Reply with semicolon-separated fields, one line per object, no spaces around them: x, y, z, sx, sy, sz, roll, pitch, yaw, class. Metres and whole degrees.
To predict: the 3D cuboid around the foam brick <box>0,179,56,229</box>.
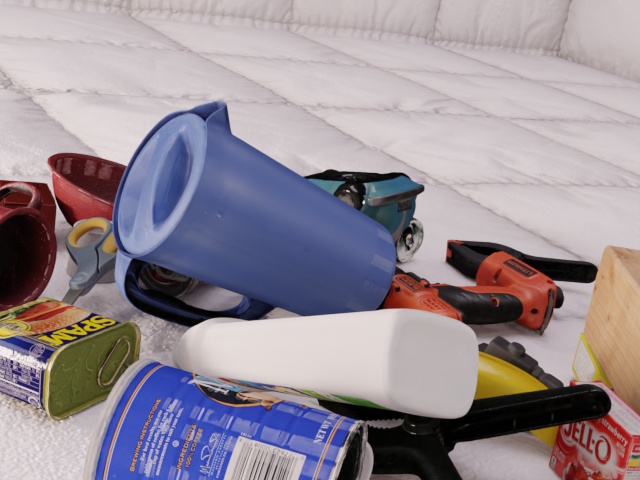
-0.301;-0.025;1.086;0.052;0.051;0.078;3;19;-22;foam brick

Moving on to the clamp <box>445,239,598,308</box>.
0.226;0.030;1.210;0.172;0.039;0.120;23;21;37;clamp

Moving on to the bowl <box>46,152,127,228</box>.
-0.217;-0.035;1.125;0.162;0.055;0.162;21;14;-6;bowl

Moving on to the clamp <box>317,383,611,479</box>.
0.075;0.142;0.743;0.210;0.036;0.164;4;30;36;clamp

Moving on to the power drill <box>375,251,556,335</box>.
0.126;0.051;1.069;0.187;0.057;0.185;-5;26;-31;power drill

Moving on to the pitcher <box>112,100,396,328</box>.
-0.056;0.001;0.942;0.242;0.149;0.145;26;49;-35;pitcher

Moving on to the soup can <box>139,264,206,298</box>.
-0.129;0.012;1.034;0.069;0.068;0.102;16;18;18;soup can

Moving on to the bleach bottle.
-0.014;0.087;0.783;0.251;0.068;0.102;-4;-17;44;bleach bottle

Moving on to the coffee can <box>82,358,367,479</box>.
-0.054;0.137;0.629;0.140;0.103;0.102;14;18;13;coffee can

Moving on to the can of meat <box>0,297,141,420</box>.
-0.198;0.084;0.795;0.084;0.057;0.101;15;18;26;can of meat

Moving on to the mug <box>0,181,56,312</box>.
-0.286;-0.001;0.930;0.082;0.117;0.093;13;-21;28;mug

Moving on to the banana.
0.115;0.118;0.833;0.198;0.070;0.037;10;14;4;banana

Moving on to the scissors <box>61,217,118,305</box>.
-0.217;0.030;0.929;0.096;0.016;0.201;10;39;33;scissors
